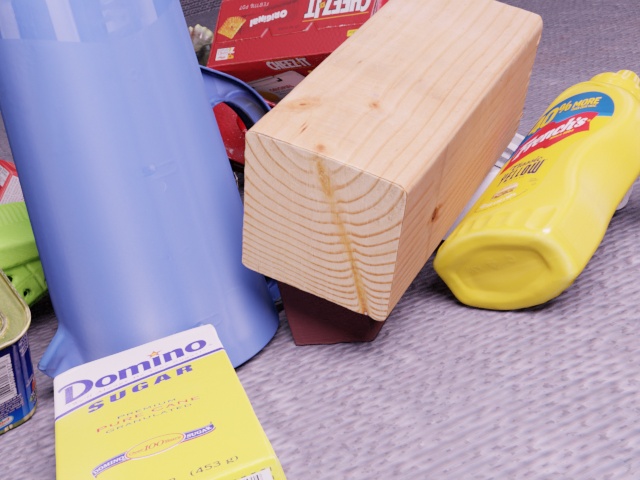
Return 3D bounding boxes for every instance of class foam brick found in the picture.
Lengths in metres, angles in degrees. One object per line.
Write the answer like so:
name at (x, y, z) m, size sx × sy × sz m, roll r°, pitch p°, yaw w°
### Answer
foam brick at (0.015, 0.023, 0.642) m, size 0.053 × 0.051 × 0.078 m, roll -5°, pitch 20°, yaw 23°

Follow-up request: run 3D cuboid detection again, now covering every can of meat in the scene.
can of meat at (-0.204, 0.052, 0.605) m, size 0.057 × 0.084 × 0.102 m, roll -27°, pitch 56°, yaw -28°

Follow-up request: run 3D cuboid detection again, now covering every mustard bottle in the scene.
mustard bottle at (0.148, -0.042, 0.636) m, size 0.096 × 0.058 × 0.191 m, roll -23°, pitch 22°, yaw 53°

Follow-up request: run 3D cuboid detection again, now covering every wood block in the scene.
wood block at (0.046, -0.061, 0.611) m, size 0.090 × 0.091 × 0.205 m, roll 21°, pitch 42°, yaw 18°

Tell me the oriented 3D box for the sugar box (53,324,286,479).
sugar box at (-0.076, 0.096, 0.503) m, size 0.093 × 0.048 × 0.176 m, roll -18°, pitch 20°, yaw -10°

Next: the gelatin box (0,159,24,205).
gelatin box at (-0.288, -0.024, 0.960) m, size 0.030 × 0.089 × 0.073 m, roll 25°, pitch 1°, yaw -27°

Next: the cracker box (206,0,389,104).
cracker box at (0.036, -0.142, 0.910) m, size 0.164 × 0.072 × 0.213 m, roll 0°, pitch -16°, yaw 35°

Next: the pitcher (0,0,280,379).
pitcher at (-0.105, -0.045, 0.625) m, size 0.145 × 0.243 × 0.149 m, roll -6°, pitch 21°, yaw 17°
